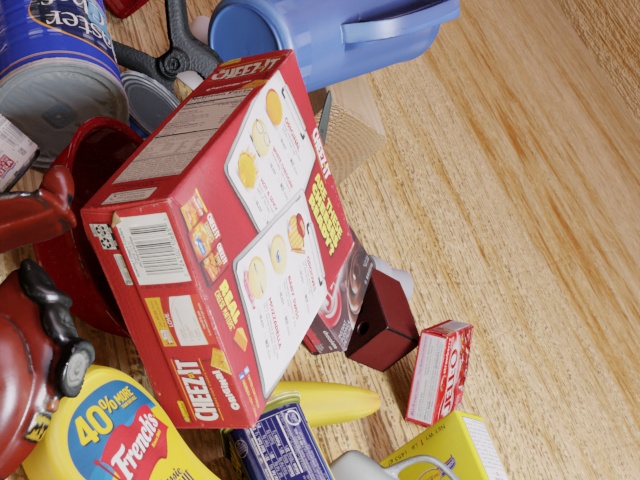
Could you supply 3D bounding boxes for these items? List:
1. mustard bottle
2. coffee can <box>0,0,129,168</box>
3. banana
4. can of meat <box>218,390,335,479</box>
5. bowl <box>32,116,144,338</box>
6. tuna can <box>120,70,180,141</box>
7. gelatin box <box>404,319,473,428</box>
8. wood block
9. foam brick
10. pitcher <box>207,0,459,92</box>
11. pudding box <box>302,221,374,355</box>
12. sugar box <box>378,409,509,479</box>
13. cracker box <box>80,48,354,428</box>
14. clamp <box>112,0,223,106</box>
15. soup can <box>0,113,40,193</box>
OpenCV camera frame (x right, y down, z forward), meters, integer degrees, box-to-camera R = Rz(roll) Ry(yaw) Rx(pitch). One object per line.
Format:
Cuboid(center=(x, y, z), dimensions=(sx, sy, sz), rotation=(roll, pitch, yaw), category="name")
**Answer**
Cuboid(center=(-0.119, 0.132, 0.625), dimensions=(0.191, 0.058, 0.096), rotation=(49, 33, 2), category="mustard bottle")
Cuboid(center=(-0.207, -0.139, 0.811), dimensions=(0.102, 0.103, 0.140), rotation=(24, 34, -42), category="coffee can")
Cuboid(center=(-0.027, 0.123, 0.784), dimensions=(0.197, 0.070, 0.037), rotation=(12, 81, -60), category="banana")
Cuboid(center=(-0.024, 0.158, 0.704), dimensions=(0.102, 0.057, 0.084), rotation=(96, -31, -65), category="can of meat")
Cuboid(center=(-0.148, 0.000, 0.729), dimensions=(0.162, 0.055, 0.162), rotation=(-16, 90, -72), category="bowl")
Cuboid(center=(-0.153, -0.105, 0.932), dimensions=(0.086, 0.034, 0.086), rotation=(37, 27, -24), category="tuna can")
Cuboid(center=(0.111, 0.122, 0.985), dimensions=(0.030, 0.089, 0.073), rotation=(12, 9, 26), category="gelatin box")
Cuboid(center=(-0.005, -0.169, 1.195), dimensions=(0.090, 0.091, 0.206), rotation=(29, 31, -34), category="wood block")
Cuboid(center=(0.050, 0.072, 0.991), dimensions=(0.051, 0.053, 0.078), rotation=(27, 32, -39), category="foam brick")
Cuboid(center=(0.013, -0.215, 1.055), dimensions=(0.145, 0.149, 0.242), rotation=(51, 45, 9), category="pitcher")
Cuboid(center=(0.001, 0.030, 0.929), dimensions=(0.090, 0.039, 0.113), rotation=(58, 33, -31), category="pudding box")
Cuboid(center=(0.113, 0.230, 0.822), dimensions=(0.048, 0.093, 0.176), rotation=(24, 35, -42), category="sugar box")
Cuboid(center=(-0.058, -0.007, 0.704), dimensions=(0.213, 0.072, 0.164), rotation=(-61, 139, -53), category="cracker box")
Cuboid(center=(-0.148, -0.162, 0.977), dimensions=(0.171, 0.120, 0.039), rotation=(62, 1, -15), category="clamp")
Cuboid(center=(-0.242, -0.067, 0.694), dimensions=(0.102, 0.069, 0.068), rotation=(42, 26, -16), category="soup can")
